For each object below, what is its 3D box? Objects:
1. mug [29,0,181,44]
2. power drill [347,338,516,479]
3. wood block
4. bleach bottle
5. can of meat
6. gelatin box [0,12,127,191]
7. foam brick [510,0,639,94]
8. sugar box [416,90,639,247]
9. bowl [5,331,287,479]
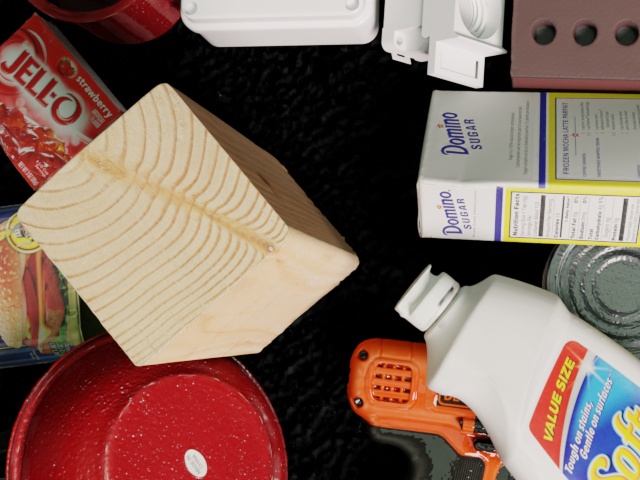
[{"bbox_3d":[-0.123,-0.177,0.637,0.093,0.081,0.117,11,88,11],"label":"mug"},{"bbox_3d":[0.099,0.152,0.587,0.184,0.057,0.187,7,85,7],"label":"power drill"},{"bbox_3d":[-0.053,0.000,0.549,0.090,0.206,0.091,-41,80,5],"label":"wood block"},{"bbox_3d":[0.138,0.108,0.530,0.251,0.068,0.102,39,85,3],"label":"bleach bottle"},{"bbox_3d":[-0.179,0.027,0.647,0.084,0.057,0.102,-7,84,8],"label":"can of meat"},{"bbox_3d":[-0.173,-0.085,0.666,0.073,0.030,0.089,-41,80,5],"label":"gelatin box"},{"bbox_3d":[0.147,-0.111,0.599,0.078,0.051,0.053,2,87,10],"label":"foam brick"},{"bbox_3d":[0.144,-0.039,0.575,0.176,0.093,0.048,1,129,13],"label":"sugar box"},{"bbox_3d":[-0.078,0.119,0.559,0.161,0.055,0.162,9,72,-28],"label":"bowl"}]
